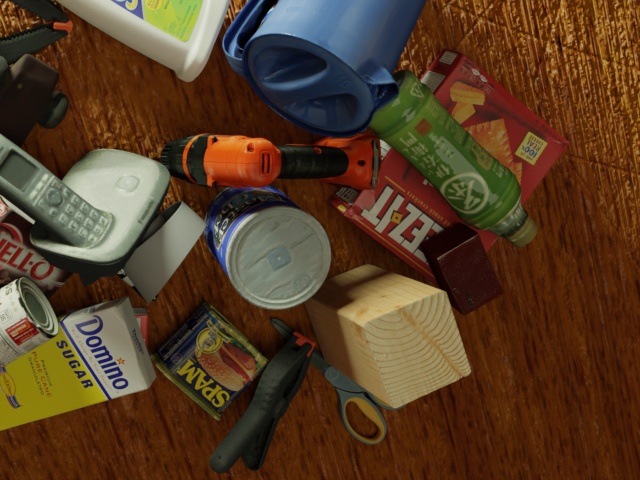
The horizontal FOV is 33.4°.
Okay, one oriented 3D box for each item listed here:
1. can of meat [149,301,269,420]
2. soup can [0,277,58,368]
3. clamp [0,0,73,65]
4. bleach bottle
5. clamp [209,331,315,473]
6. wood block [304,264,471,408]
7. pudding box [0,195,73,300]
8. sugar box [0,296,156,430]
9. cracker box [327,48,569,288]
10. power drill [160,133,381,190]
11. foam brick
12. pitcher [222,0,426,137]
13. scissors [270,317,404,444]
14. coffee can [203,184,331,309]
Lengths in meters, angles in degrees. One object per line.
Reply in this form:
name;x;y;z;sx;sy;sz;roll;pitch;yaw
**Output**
can of meat;-0.117;0.128;1.142;0.084;0.057;0.102;-46;117;-4
soup can;-0.312;0.089;1.022;0.102;0.068;0.068;-30;110;4
clamp;-0.341;-0.222;1.000;0.209;0.036;0.164;-5;114;-15
bleach bottle;-0.215;-0.249;1.011;0.250;0.068;0.102;24;73;-18
clamp;-0.055;0.183;1.167;0.039;0.120;0.171;32;81;14
wood block;0.061;0.091;1.098;0.090;0.206;0.091;-22;102;-14
pudding box;-0.304;0.020;1.052;0.090;0.039;0.113;-46;140;0
sugar box;-0.265;0.126;1.078;0.176;0.048;0.093;-17;100;9
cracker box;0.139;-0.073;1.156;0.164;0.072;0.214;36;93;-20
power drill;-0.048;-0.079;1.071;0.187;0.185;0.057;-5;99;-35
foam brick;0.149;0.030;1.123;0.053;0.051;0.078;-29;112;-6
pitcher;0.026;-0.230;1.021;0.149;0.145;0.242;36;62;-14
scissors;0.032;0.144;1.212;0.096;0.016;0.201;-33;110;-7
coffee can;-0.057;0.001;1.084;0.102;0.140;0.103;-4;105;-15
